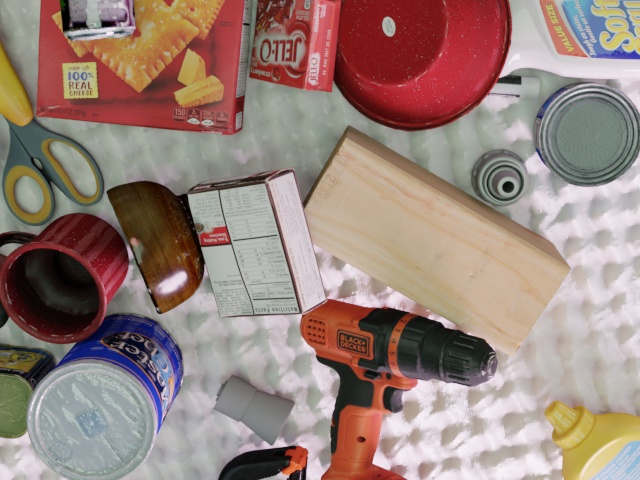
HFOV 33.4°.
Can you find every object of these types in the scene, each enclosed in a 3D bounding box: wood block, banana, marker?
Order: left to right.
[{"bbox_3d":[-0.275,-0.192,0.876,0.070,0.037,0.198,-1,94,8],"label":"banana"},{"bbox_3d":[0.088,-0.002,0.883,0.206,0.091,0.090,30,102,-4],"label":"wood block"},{"bbox_3d":[0.121,-0.132,0.890,0.121,0.020,0.020,5,102,1],"label":"marker"}]

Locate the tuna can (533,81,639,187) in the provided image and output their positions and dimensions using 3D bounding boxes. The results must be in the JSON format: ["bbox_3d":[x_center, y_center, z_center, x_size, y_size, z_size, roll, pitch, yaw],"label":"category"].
[{"bbox_3d":[0.221,-0.089,0.888,0.086,0.033,0.086,1,102,2],"label":"tuna can"}]

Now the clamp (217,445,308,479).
[{"bbox_3d":[-0.078,0.237,0.957,0.120,0.039,0.172,30,113,-7],"label":"clamp"}]

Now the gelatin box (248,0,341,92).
[{"bbox_3d":[-0.022,-0.161,0.856,0.030,0.089,0.073,-1,105,-34],"label":"gelatin box"}]

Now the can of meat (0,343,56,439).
[{"bbox_3d":[-0.288,0.126,0.930,0.102,0.084,0.057,7,102,1],"label":"can of meat"}]

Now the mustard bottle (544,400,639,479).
[{"bbox_3d":[0.271,0.208,0.936,0.191,0.058,0.096,42,102,-6],"label":"mustard bottle"}]

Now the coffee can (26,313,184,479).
[{"bbox_3d":[-0.176,0.129,0.897,0.103,0.140,0.103,1,102,2],"label":"coffee can"}]

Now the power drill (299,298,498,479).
[{"bbox_3d":[0.062,0.149,0.897,0.185,0.057,0.188,12,107,39],"label":"power drill"}]

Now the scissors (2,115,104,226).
[{"bbox_3d":[-0.273,-0.095,0.917,0.096,0.016,0.201,-44,97,10],"label":"scissors"}]

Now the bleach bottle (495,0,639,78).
[{"bbox_3d":[0.228,-0.169,0.858,0.251,0.068,0.102,-7,102,6],"label":"bleach bottle"}]

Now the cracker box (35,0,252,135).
[{"bbox_3d":[-0.138,-0.199,0.861,0.164,0.072,0.214,6,101,1],"label":"cracker box"}]

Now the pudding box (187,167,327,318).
[{"bbox_3d":[-0.051,0.004,0.844,0.090,0.039,0.113,-5,106,38],"label":"pudding box"}]

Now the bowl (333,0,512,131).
[{"bbox_3d":[0.065,-0.166,0.840,0.162,0.055,0.162,3,98,24],"label":"bowl"}]

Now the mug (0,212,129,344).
[{"bbox_3d":[-0.222,0.023,0.900,0.117,0.081,0.093,20,116,1],"label":"mug"}]
